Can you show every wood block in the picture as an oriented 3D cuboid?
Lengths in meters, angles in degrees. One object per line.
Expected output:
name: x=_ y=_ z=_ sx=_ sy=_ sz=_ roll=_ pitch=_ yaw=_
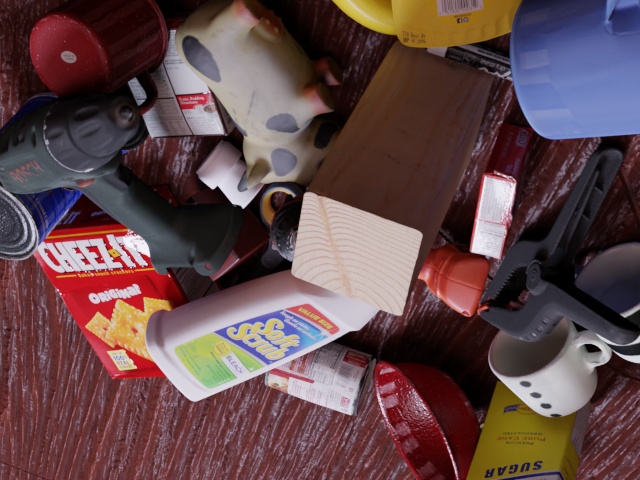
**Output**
wood block: x=0.059 y=-0.055 z=0.825 sx=0.090 sy=0.205 sz=0.091 roll=20 pitch=136 yaw=9

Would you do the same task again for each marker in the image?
marker: x=0.144 y=-0.138 z=0.841 sx=0.121 sy=0.020 sz=0.020 roll=21 pitch=136 yaw=8

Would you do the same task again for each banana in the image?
banana: x=0.020 y=-0.226 z=0.815 sx=0.070 sy=0.037 sz=0.197 roll=-35 pitch=114 yaw=12

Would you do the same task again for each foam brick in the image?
foam brick: x=-0.099 y=-0.010 z=1.043 sx=0.078 sy=0.052 sz=0.051 roll=52 pitch=134 yaw=4

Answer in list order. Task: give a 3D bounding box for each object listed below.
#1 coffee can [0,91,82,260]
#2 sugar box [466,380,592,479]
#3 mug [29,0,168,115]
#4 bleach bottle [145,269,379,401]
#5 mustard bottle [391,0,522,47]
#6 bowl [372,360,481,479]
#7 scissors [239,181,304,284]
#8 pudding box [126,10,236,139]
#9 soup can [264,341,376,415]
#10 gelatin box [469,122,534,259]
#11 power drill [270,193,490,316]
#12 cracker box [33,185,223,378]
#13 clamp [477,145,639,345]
coffee can: x=-0.282 y=-0.064 z=1.038 sx=0.103 sy=0.140 sz=0.103 roll=14 pitch=135 yaw=15
sugar box: x=0.195 y=0.212 z=1.021 sx=0.093 sy=0.176 sz=0.048 roll=-7 pitch=126 yaw=32
mug: x=-0.181 y=-0.155 z=0.894 sx=0.093 sy=0.081 sz=0.117 roll=-20 pitch=109 yaw=37
bleach bottle: x=-0.042 y=0.071 z=1.054 sx=0.251 sy=0.068 sz=0.102 roll=-25 pitch=122 yaw=16
mustard bottle: x=0.089 y=-0.234 z=0.747 sx=0.096 sy=0.058 sz=0.191 roll=-7 pitch=126 yaw=6
bowl: x=0.117 y=0.186 z=1.092 sx=0.162 sy=0.055 sz=0.162 roll=55 pitch=161 yaw=30
scissors: x=-0.057 y=0.001 z=1.073 sx=0.202 sy=0.016 sz=0.096 roll=-26 pitch=113 yaw=40
pudding box: x=-0.129 y=-0.147 z=0.958 sx=0.090 sy=0.039 sz=0.113 roll=1 pitch=127 yaw=29
soup can: x=0.001 y=0.138 z=1.132 sx=0.102 sy=0.068 sz=0.068 roll=18 pitch=135 yaw=11
gelatin box: x=0.152 y=-0.041 z=0.887 sx=0.030 sy=0.073 sz=0.089 roll=15 pitch=134 yaw=13
power drill: x=0.047 y=0.009 z=0.922 sx=0.187 sy=0.184 sz=0.057 roll=19 pitch=98 yaw=-4
cracker box: x=-0.198 y=0.052 z=1.151 sx=0.164 sy=0.072 sz=0.213 roll=-5 pitch=126 yaw=29
clamp: x=0.199 y=0.021 z=0.907 sx=0.036 sy=0.164 sz=0.210 roll=10 pitch=163 yaw=-20
